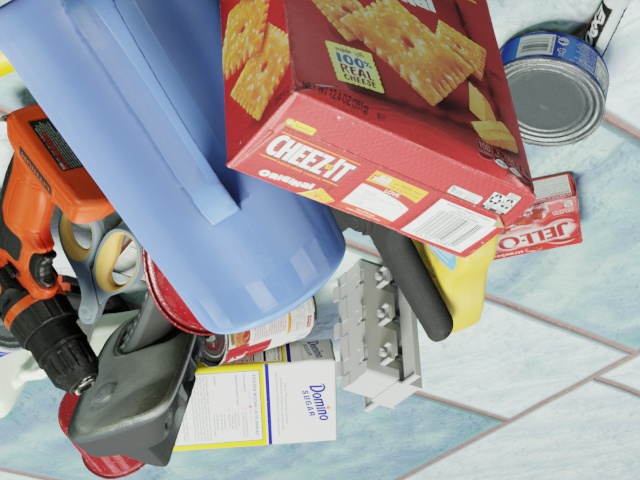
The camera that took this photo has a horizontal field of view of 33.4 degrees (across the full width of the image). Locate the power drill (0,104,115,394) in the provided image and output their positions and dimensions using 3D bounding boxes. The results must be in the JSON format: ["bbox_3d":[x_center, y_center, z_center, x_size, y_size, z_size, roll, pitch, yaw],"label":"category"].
[{"bbox_3d":[-0.206,0.004,0.808,0.057,0.184,0.188,-22,155,-45],"label":"power drill"}]

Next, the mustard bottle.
[{"bbox_3d":[0.105,-0.011,0.864,0.058,0.096,0.192,-19,147,-14],"label":"mustard bottle"}]

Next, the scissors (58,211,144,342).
[{"bbox_3d":[-0.209,0.043,0.921,0.096,0.016,0.202,46,128,7],"label":"scissors"}]

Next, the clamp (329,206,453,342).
[{"bbox_3d":[0.046,-0.016,0.845,0.165,0.036,0.210,33,145,24],"label":"clamp"}]

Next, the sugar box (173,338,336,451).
[{"bbox_3d":[-0.074,0.144,0.992,0.176,0.048,0.093,-4,117,-6],"label":"sugar box"}]

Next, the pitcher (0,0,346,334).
[{"bbox_3d":[-0.083,-0.063,0.637,0.145,0.149,0.243,-14,115,41],"label":"pitcher"}]

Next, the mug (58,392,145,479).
[{"bbox_3d":[-0.218,0.188,1.141,0.117,0.093,0.081,-34,140,-11],"label":"mug"}]

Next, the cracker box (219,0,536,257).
[{"bbox_3d":[0.027,-0.113,0.607,0.164,0.213,0.072,20,137,-30],"label":"cracker box"}]

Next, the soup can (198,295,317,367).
[{"bbox_3d":[-0.062,0.068,0.956,0.102,0.068,0.069,-14,156,-37],"label":"soup can"}]

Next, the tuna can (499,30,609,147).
[{"bbox_3d":[0.162,-0.108,0.763,0.086,0.033,0.086,13,144,10],"label":"tuna can"}]

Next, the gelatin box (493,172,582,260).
[{"bbox_3d":[0.178,-0.019,0.917,0.089,0.030,0.073,-11,145,11],"label":"gelatin box"}]
